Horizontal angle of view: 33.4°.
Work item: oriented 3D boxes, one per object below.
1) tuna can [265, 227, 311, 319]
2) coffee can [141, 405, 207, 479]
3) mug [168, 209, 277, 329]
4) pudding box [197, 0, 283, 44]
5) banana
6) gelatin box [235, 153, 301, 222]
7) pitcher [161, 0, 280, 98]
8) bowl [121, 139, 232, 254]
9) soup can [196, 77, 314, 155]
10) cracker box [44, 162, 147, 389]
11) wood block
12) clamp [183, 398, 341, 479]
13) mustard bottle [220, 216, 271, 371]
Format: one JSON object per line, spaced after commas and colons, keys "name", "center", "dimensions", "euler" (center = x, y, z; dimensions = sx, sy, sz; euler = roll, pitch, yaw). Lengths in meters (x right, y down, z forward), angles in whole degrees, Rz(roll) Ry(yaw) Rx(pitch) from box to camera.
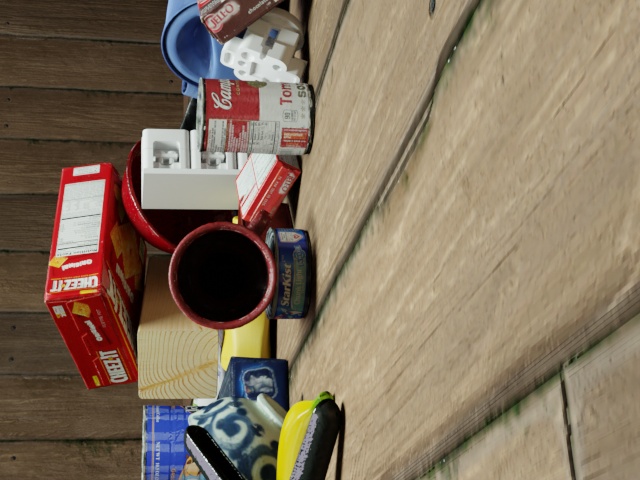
{"name": "tuna can", "center": [-0.032, 0.031, 0.993], "dimensions": [0.086, 0.033, 0.086], "euler": [-179, 90, -80]}
{"name": "coffee can", "center": [-0.150, 0.256, 1.326], "dimensions": [0.103, 0.140, 0.103], "euler": [-179, 90, -80]}
{"name": "mug", "center": [-0.081, 0.022, 0.953], "dimensions": [0.117, 0.093, 0.081], "euler": [-58, 3, -5]}
{"name": "pudding box", "center": [-0.063, -0.241, 1.003], "dimensions": [0.039, 0.113, 0.090], "euler": [52, -170, -29]}
{"name": "banana", "center": [-0.016, 0.215, 0.873], "dimensions": [0.070, 0.037, 0.198], "euler": [-158, 70, -79]}
{"name": "gelatin box", "center": [-0.053, -0.064, 1.070], "dimensions": [0.073, 0.030, 0.089], "euler": [-57, 24, 21]}
{"name": "pitcher", "center": [-0.115, -0.289, 1.232], "dimensions": [0.145, 0.149, 0.243], "euler": [60, -159, -46]}
{"name": "bowl", "center": [-0.182, -0.043, 1.277], "dimensions": [0.055, 0.161, 0.162], "euler": [-30, 50, 33]}
{"name": "soup can", "center": [-0.061, -0.113, 0.982], "dimensions": [0.068, 0.102, 0.068], "euler": [-179, 90, -80]}
{"name": "cracker box", "center": [-0.257, 0.039, 1.255], "dimensions": [0.164, 0.072, 0.213], "euler": [78, -176, -46]}
{"name": "wood block", "center": [-0.168, 0.100, 1.286], "dimensions": [0.206, 0.090, 0.090], "euler": [-104, 15, -67]}
{"name": "clamp", "center": [-0.041, 0.232, 0.843], "dimensions": [0.165, 0.036, 0.210], "euler": [-9, 84, 41]}
{"name": "mustard bottle", "center": [-0.080, 0.049, 1.195], "dimensions": [0.096, 0.058, 0.192], "euler": [-116, 29, -79]}
